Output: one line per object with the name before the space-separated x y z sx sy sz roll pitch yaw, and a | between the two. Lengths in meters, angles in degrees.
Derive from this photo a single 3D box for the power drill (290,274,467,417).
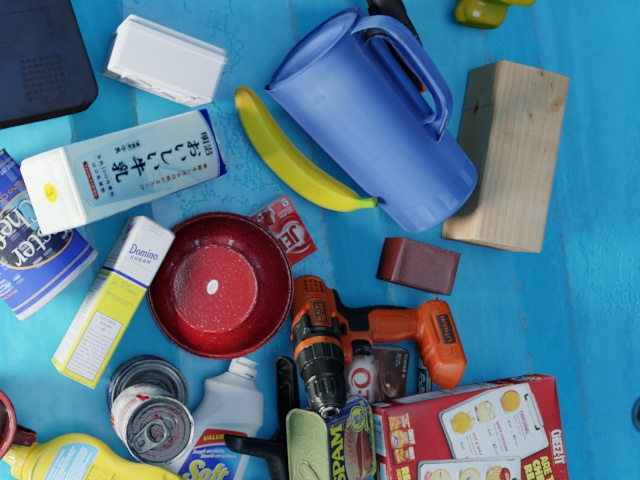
power drill | 0.061 0.118 1.159 0.187 0.184 0.057 7 134 -18

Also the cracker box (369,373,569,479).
cracker box | 0.165 0.247 1.199 0.213 0.072 0.164 -8 91 -17

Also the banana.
banana | -0.026 -0.091 1.177 0.197 0.070 0.037 39 41 -8

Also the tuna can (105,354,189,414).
tuna can | -0.185 0.166 1.142 0.086 0.034 0.086 0 91 -19

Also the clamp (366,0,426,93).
clamp | 0.072 -0.254 1.159 0.036 0.164 0.210 -28 102 0

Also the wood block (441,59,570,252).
wood block | 0.214 -0.095 1.244 0.090 0.091 0.206 11 88 -19

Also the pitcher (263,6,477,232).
pitcher | 0.069 -0.129 1.163 0.145 0.149 0.242 -44 110 -1

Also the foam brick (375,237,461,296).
foam brick | 0.112 0.030 1.231 0.078 0.053 0.051 15 86 -20

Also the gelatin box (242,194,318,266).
gelatin box | -0.058 0.001 1.184 0.089 0.030 0.073 -32 100 -15

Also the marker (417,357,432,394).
marker | 0.123 0.168 1.255 0.020 0.020 0.121 1 91 -19

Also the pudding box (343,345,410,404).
pudding box | 0.049 0.175 1.219 0.090 0.039 0.113 6 90 -19

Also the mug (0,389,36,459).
mug | -0.341 0.181 1.064 0.117 0.082 0.093 17 85 -18

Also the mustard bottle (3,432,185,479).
mustard bottle | -0.239 0.250 1.086 0.192 0.058 0.096 21 74 11

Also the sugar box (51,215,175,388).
sugar box | -0.213 0.060 1.099 0.048 0.093 0.176 32 81 -17

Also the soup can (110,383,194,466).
soup can | -0.171 0.183 1.073 0.068 0.102 0.068 0 91 -19

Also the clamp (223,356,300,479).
clamp | -0.034 0.210 1.165 0.120 0.039 0.171 -56 138 -21

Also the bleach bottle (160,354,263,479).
bleach bottle | -0.133 0.242 1.148 0.102 0.068 0.251 24 81 -17

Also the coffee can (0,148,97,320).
coffee can | -0.306 -0.006 1.061 0.102 0.103 0.140 -43 103 -14

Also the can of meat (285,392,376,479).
can of meat | 0.013 0.221 1.145 0.083 0.058 0.102 -13 102 -48

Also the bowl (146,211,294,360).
bowl | -0.109 0.049 1.128 0.162 0.055 0.162 0 91 2
